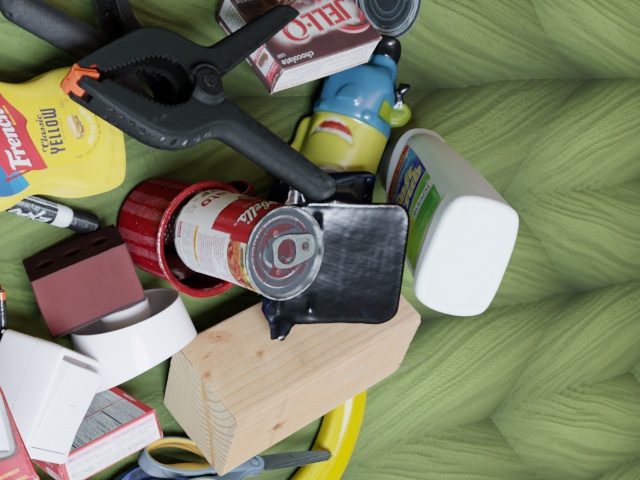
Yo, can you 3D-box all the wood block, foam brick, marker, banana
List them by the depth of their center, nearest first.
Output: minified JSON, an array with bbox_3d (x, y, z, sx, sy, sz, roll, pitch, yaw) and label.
[{"bbox_3d":[-0.221,-0.026,0.814,0.120,0.020,0.020,19,87,-40],"label":"marker"},{"bbox_3d":[-0.182,0.030,0.822,0.078,0.053,0.051,-24,116,-13],"label":"foam brick"},{"bbox_3d":[-0.023,0.104,0.936,0.205,0.090,0.091,-26,151,-33],"label":"wood block"},{"bbox_3d":[0.006,0.188,1.032,0.069,0.037,0.197,35,77,-40],"label":"banana"}]

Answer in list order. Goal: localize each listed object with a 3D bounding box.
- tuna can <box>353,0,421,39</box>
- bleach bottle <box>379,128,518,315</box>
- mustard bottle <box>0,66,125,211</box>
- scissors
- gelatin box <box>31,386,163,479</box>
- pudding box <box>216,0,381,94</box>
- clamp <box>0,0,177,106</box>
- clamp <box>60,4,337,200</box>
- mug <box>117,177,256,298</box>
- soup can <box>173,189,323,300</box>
[{"bbox_3d":[0.053,-0.226,0.984,0.085,0.034,0.086,-9,105,-37],"label":"tuna can"},{"bbox_3d":[0.094,-0.032,0.933,0.068,0.251,0.103,14,108,-15],"label":"bleach bottle"},{"bbox_3d":[-0.229,-0.068,0.747,0.191,0.058,0.096,-16,94,-48],"label":"mustard bottle"},{"bbox_3d":[-0.062,0.211,0.932,0.201,0.096,0.016,14,123,-29],"label":"scissors"},{"bbox_3d":[-0.183,0.155,0.848,0.089,0.073,0.030,-26,116,-33],"label":"gelatin box"},{"bbox_3d":[-0.018,-0.180,0.902,0.113,0.039,0.090,-25,69,-31],"label":"pudding box"},{"bbox_3d":[-0.157,-0.138,0.784,0.171,0.039,0.120,56,47,-8],"label":"clamp"},{"bbox_3d":[-0.085,-0.118,0.783,0.209,0.036,0.164,8,64,-31],"label":"clamp"},{"bbox_3d":[-0.104,-0.014,0.870,0.117,0.082,0.093,-42,122,-25],"label":"mug"},{"bbox_3d":[-0.055,0.001,0.791,0.068,0.102,0.068,-9,105,-37],"label":"soup can"}]
